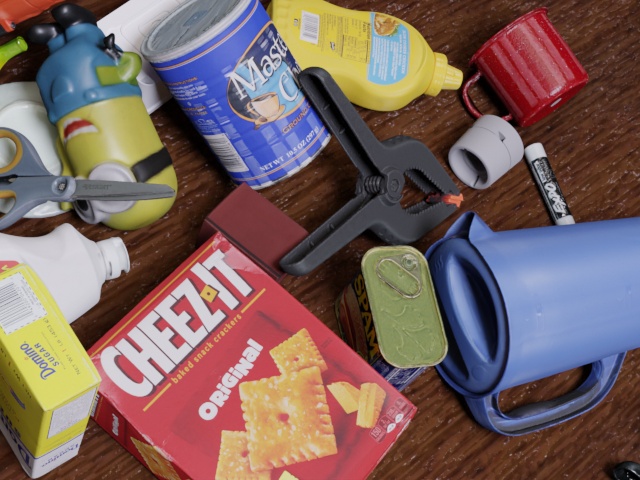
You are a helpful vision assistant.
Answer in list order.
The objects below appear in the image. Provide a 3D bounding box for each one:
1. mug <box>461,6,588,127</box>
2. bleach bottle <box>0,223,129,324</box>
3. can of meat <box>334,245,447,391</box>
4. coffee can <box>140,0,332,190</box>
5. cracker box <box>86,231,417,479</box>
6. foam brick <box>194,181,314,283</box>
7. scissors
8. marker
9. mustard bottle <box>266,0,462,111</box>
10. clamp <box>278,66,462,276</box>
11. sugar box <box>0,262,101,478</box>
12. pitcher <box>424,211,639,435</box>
[{"bbox_3d":[0.192,-0.156,1.026,0.117,0.093,0.081,-34,82,3],"label":"mug"},{"bbox_3d":[-0.264,0.033,0.778,0.250,0.068,0.102,-16,104,-25],"label":"bleach bottle"},{"bbox_3d":[0.054,0.067,0.863,0.057,0.084,0.102,-4,66,-19],"label":"can of meat"},{"bbox_3d":[-0.066,-0.127,0.875,0.102,0.103,0.140,-54,126,-31],"label":"coffee can"},{"bbox_3d":[-0.057,0.121,0.808,0.214,0.072,0.164,41,59,6],"label":"cracker box"},{"bbox_3d":[-0.056,0.001,0.880,0.078,0.053,0.051,39,59,2],"label":"foam brick"},{"bbox_3d":[-0.200,-0.056,0.812,0.202,0.016,0.096,-13,67,19],"label":"scissors"},{"bbox_3d":[0.222,-0.036,1.007,0.020,0.020,0.121,-10,68,-22],"label":"marker"},{"bbox_3d":[0.041,-0.170,0.994,0.191,0.058,0.096,11,60,-12],"label":"mustard bottle"},{"bbox_3d":[0.046,-0.056,0.895,0.209,0.036,0.164,-2,95,-46],"label":"clamp"},{"bbox_3d":[-0.196,0.094,0.716,0.048,0.176,0.093,-27,75,-30],"label":"sugar box"},{"bbox_3d":[0.214,0.056,0.906,0.242,0.149,0.145,-9,50,-25],"label":"pitcher"}]
